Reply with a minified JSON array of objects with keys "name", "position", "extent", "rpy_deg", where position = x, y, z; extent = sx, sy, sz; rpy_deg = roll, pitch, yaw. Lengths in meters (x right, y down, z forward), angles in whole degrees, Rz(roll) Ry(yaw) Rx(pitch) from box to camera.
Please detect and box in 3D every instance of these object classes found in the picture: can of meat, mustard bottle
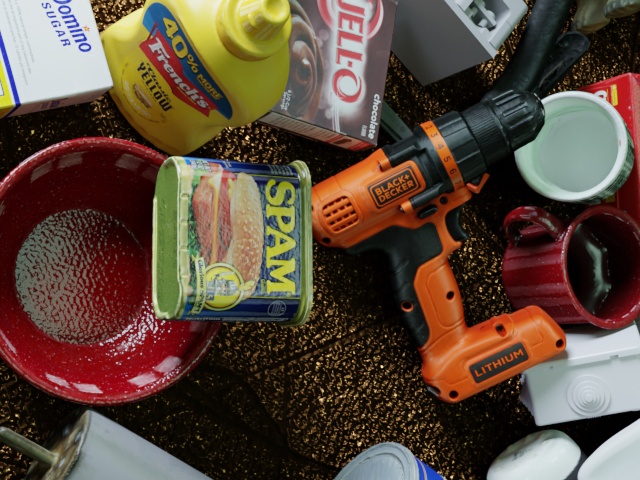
[{"name":"can of meat","position":[-0.054,0.001,0.644],"extent":[0.083,0.058,0.102],"rpy_deg":[3,82,-25]},{"name":"mustard bottle","position":[-0.069,-0.111,0.636],"extent":[0.058,0.192,0.096],"rpy_deg":[-37,102,-27]}]

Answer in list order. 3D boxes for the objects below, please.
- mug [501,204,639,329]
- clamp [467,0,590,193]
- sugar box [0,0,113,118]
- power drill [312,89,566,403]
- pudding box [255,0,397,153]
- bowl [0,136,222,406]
[{"name":"mug","position":[0.187,0.016,0.825],"extent":[0.117,0.082,0.093],"rpy_deg":[40,67,-19]},{"name":"clamp","position":[0.158,-0.114,0.828],"extent":[0.171,0.039,0.120],"rpy_deg":[-59,151,8]},{"name":"sugar box","position":[-0.222,-0.115,0.637],"extent":[0.175,0.048,0.093],"rpy_deg":[-16,92,-33]},{"name":"power drill","position":[0.103,0.006,0.759],"extent":[0.184,0.057,0.187],"rpy_deg":[-27,99,5]},{"name":"pudding box","position":[0.002,-0.127,0.745],"extent":[0.089,0.039,0.113],"rpy_deg":[15,79,-26]},{"name":"bowl","position":[-0.139,0.020,0.660],"extent":[0.161,0.055,0.162],"rpy_deg":[4,82,-29]}]
